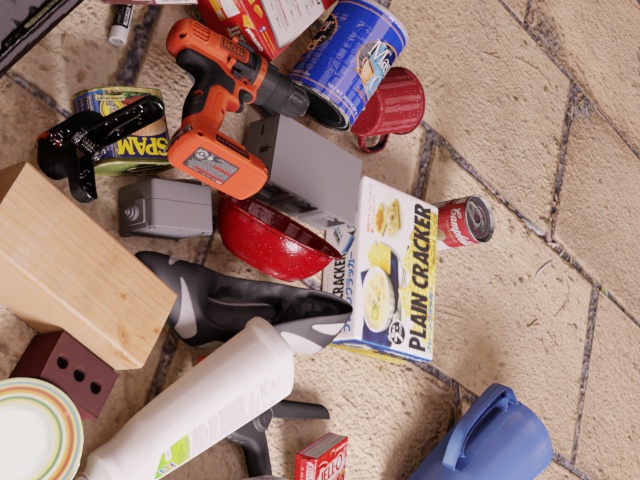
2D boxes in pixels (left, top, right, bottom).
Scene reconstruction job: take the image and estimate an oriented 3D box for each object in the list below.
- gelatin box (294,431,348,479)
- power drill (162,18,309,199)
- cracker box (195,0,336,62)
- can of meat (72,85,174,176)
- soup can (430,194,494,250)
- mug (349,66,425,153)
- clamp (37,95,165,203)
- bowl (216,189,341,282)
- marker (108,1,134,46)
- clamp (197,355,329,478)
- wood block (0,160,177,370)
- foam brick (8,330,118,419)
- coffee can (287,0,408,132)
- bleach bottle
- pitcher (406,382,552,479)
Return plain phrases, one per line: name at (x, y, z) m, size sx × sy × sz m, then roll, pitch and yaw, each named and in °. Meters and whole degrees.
gelatin box at (0.001, 0.273, 1.247) m, size 0.089 × 0.030 × 0.073 m, roll -17°, pitch 114°, yaw -63°
power drill at (-0.092, -0.137, 1.159) m, size 0.184 × 0.057 × 0.187 m, roll 26°, pitch 44°, yaw -26°
cracker box at (-0.072, -0.321, 1.284) m, size 0.164 × 0.072 × 0.213 m, roll 61°, pitch 39°, yaw -21°
can of meat at (-0.205, -0.114, 1.116) m, size 0.101 × 0.058 × 0.084 m, roll -4°, pitch 82°, yaw -49°
soup can at (0.181, -0.023, 1.484) m, size 0.068 × 0.102 × 0.068 m, roll 12°, pitch 73°, yaw -46°
mug at (0.076, -0.171, 1.423) m, size 0.081 × 0.093 × 0.117 m, roll -14°, pitch 126°, yaw -43°
clamp at (-0.215, -0.097, 1.011) m, size 0.120 × 0.172 × 0.039 m, roll -45°, pitch 124°, yaw -15°
bowl at (-0.058, 0.001, 1.209) m, size 0.161 × 0.162 × 0.055 m, roll 23°, pitch 99°, yaw -43°
marker at (-0.210, -0.269, 1.170) m, size 0.020 × 0.020 × 0.121 m, roll 28°, pitch 61°, yaw -41°
clamp at (-0.067, 0.196, 1.214) m, size 0.210 × 0.036 × 0.164 m, roll 60°, pitch 43°, yaw -25°
wood block at (-0.247, 0.030, 1.013) m, size 0.206 × 0.091 × 0.090 m, roll 45°, pitch 52°, yaw -31°
foam brick at (-0.245, 0.130, 1.023) m, size 0.078 × 0.051 × 0.053 m, roll 45°, pitch 52°, yaw -32°
coffee can at (0.031, -0.221, 1.329) m, size 0.102 × 0.103 × 0.140 m, roll 42°, pitch 75°, yaw -34°
bleach bottle at (-0.141, 0.182, 1.069) m, size 0.250 × 0.068 × 0.102 m, roll -33°, pitch 148°, yaw -26°
pitcher at (0.193, 0.308, 1.408) m, size 0.242 × 0.145 × 0.149 m, roll -34°, pitch 86°, yaw -43°
